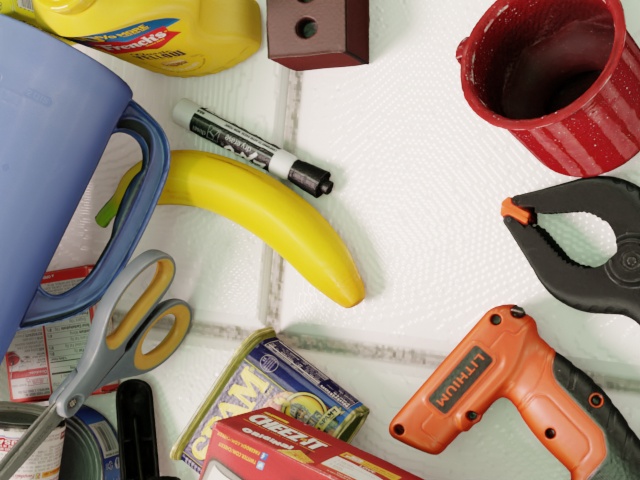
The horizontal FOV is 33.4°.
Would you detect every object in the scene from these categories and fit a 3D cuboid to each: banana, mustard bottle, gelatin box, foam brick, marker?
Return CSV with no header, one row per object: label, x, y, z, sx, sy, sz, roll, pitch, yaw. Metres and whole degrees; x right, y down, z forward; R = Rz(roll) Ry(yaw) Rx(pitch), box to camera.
banana,-0.055,-0.017,0.693,0.198,0.037,0.070,18,112,21
mustard bottle,-0.112,-0.140,0.631,0.096,0.191,0.058,-2,88,20
gelatin box,-0.181,0.065,0.738,0.073,0.030,0.089,-9,86,18
foam brick,-0.001,-0.149,0.665,0.053,0.051,0.078,-2,88,19
marker,-0.044,-0.060,0.696,0.121,0.020,0.020,28,98,18

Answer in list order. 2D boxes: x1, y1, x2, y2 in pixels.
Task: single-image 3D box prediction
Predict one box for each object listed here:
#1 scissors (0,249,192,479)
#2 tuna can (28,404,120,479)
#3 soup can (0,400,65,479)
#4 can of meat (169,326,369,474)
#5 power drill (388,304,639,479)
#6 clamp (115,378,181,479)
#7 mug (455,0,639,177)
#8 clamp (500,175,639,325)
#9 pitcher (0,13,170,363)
scissors,-0.144,0.098,0.673,0.016,0.096,0.201,28,83,30
tuna can,-0.178,0.155,0.733,0.086,0.033,0.086,0,89,20
soup can,-0.204,0.160,0.687,0.069,0.068,0.102,9,92,20
can of meat,-0.031,0.120,0.669,0.084,0.057,0.102,36,101,14
power drill,0.131,0.142,0.601,0.188,0.057,0.184,40,91,14
clamp,-0.111,0.201,0.681,0.036,0.165,0.210,-2,110,-14
mug,0.128,-0.089,0.593,0.117,0.081,0.093,19,81,41
clamp,0.180,0.022,0.603,0.172,0.039,0.120,16,90,26
pitcher,-0.207,-0.007,0.639,0.149,0.144,0.243,18,83,26
